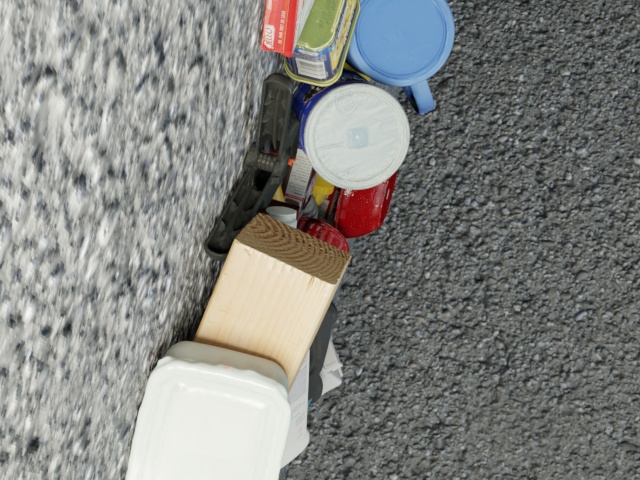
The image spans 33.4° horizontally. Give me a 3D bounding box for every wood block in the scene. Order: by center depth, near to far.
[{"bbox_3d":[-0.060,0.094,0.913,0.090,0.091,0.206,-56,171,-70],"label":"wood block"}]

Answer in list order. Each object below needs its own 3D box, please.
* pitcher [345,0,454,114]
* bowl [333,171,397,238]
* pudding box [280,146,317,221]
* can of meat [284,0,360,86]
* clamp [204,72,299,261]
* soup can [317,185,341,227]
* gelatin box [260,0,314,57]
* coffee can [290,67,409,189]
[{"bbox_3d":[0.083,-0.222,1.160,0.243,0.149,0.145,-90,-157,-76],"label":"pitcher"},{"bbox_3d":[0.065,-0.068,1.430,0.162,0.055,0.162,16,89,-81],"label":"bowl"},{"bbox_3d":[-0.023,-0.080,1.243,0.113,0.039,0.090,-59,165,-72],"label":"pudding box"},{"bbox_3d":[-0.001,-0.207,0.990,0.084,0.057,0.102,74,32,-77],"label":"can of meat"},{"bbox_3d":[-0.047,-0.079,0.966,0.210,0.036,0.165,-56,168,-73],"label":"clamp"},{"bbox_3d":[-0.004,-0.024,1.482,0.068,0.068,0.102,90,17,-72],"label":"soup can"},{"bbox_3d":[-0.023,-0.209,0.886,0.073,0.030,0.089,102,6,-53],"label":"gelatin box"},{"bbox_3d":[0.025,-0.117,1.080,0.140,0.102,0.103,-119,-137,-72],"label":"coffee can"}]
